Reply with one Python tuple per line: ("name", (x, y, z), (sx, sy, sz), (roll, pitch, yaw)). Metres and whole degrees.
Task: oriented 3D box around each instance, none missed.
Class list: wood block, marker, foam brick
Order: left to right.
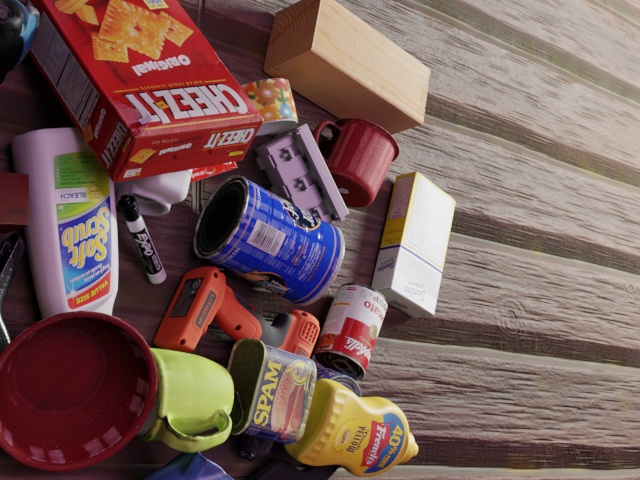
("foam brick", (-0.322, -0.037, 1.009), (0.078, 0.051, 0.053), (6, 78, -43))
("marker", (-0.187, -0.002, 1.117), (0.020, 0.020, 0.121), (-57, 148, -36))
("wood block", (0.037, -0.220, 1.373), (0.205, 0.091, 0.090), (27, 62, -37))

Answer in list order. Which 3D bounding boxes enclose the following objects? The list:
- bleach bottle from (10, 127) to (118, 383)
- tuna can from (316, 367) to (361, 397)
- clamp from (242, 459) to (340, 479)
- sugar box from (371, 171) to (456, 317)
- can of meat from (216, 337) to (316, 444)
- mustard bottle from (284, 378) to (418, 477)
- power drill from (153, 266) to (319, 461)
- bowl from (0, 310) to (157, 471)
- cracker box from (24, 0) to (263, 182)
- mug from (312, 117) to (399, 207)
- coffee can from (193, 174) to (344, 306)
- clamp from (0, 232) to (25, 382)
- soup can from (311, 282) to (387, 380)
("bleach bottle", (-0.242, 0.015, 1.070), (0.102, 0.068, 0.251), (-9, 90, -47))
("tuna can", (0.009, 0.198, 1.274), (0.085, 0.034, 0.086), (-9, 104, -40))
("clamp", (-0.024, 0.294, 1.235), (0.209, 0.036, 0.164), (25, 64, -42))
("sugar box", (0.127, 0.006, 1.442), (0.093, 0.048, 0.176), (33, 63, -35))
("can of meat", (-0.056, 0.164, 1.147), (0.083, 0.058, 0.102), (23, 77, -40))
("mustard bottle", (0.049, 0.228, 1.250), (0.191, 0.058, 0.096), (25, 92, -42))
("power drill", (-0.094, 0.130, 1.192), (0.187, 0.057, 0.184), (40, 59, -33))
("bowl", (-0.238, 0.133, 1.005), (0.161, 0.055, 0.162), (-9, 111, -25))
("cracker box", (-0.182, -0.168, 1.078), (0.163, 0.072, 0.214), (-15, 60, -42))
("mug", (0.035, -0.102, 1.347), (0.117, 0.093, 0.081), (39, 61, -27))
("coffee can", (-0.058, 0.001, 1.211), (0.140, 0.103, 0.102), (28, 62, -30))
("clamp", (-0.319, 0.070, 0.997), (0.120, 0.039, 0.171), (-13, 96, -41))
("soup can", (0.037, 0.112, 1.314), (0.068, 0.069, 0.102), (42, 54, -30))
